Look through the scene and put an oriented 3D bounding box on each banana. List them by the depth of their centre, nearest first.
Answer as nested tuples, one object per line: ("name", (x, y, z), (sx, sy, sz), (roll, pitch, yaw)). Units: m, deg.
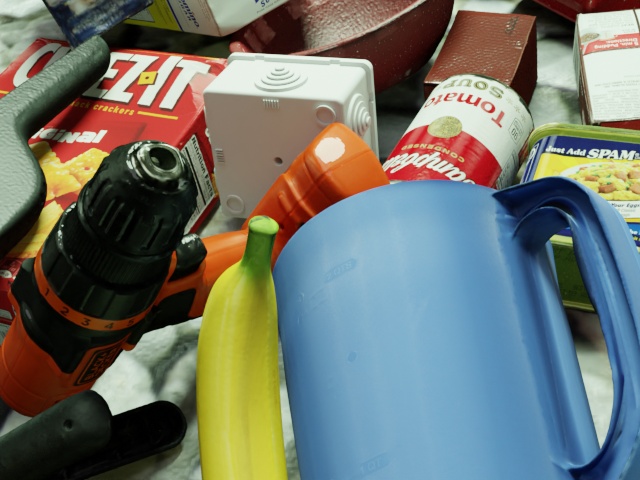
("banana", (-0.029, 0.093, 0.428), (0.037, 0.070, 0.198), (-3, 71, -9))

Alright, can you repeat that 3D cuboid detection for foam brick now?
("foam brick", (0.101, -0.099, 0.662), (0.053, 0.051, 0.078), (10, 49, 21))

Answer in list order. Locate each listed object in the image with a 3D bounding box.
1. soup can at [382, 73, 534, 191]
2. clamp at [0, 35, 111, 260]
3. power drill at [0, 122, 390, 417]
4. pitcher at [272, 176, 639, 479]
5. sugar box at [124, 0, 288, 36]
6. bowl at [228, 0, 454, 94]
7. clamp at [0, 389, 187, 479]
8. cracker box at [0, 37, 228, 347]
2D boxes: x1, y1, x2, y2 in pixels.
("soup can", (0.072, -0.038, 0.596), (0.069, 0.068, 0.102), (14, 50, 26))
("clamp", (-0.185, -0.054, 0.575), (0.164, 0.036, 0.210), (-2, 49, -21))
("power drill", (-0.053, 0.001, 0.501), (0.187, 0.185, 0.057), (-21, 71, -42))
("pitcher", (0.060, 0.096, 0.415), (0.145, 0.149, 0.243), (-6, 47, -2))
("sugar box", (-0.080, -0.188, 0.765), (0.093, 0.048, 0.176), (-34, 31, -19))
("bowl", (0.024, -0.136, 0.697), (0.162, 0.055, 0.162), (-20, 29, 11))
("clamp", (-0.149, 0.106, 0.480), (0.171, 0.120, 0.039), (-23, 71, -4))
("cracker box", (-0.158, -0.032, 0.642), (0.164, 0.072, 0.213), (11, 49, 24))
